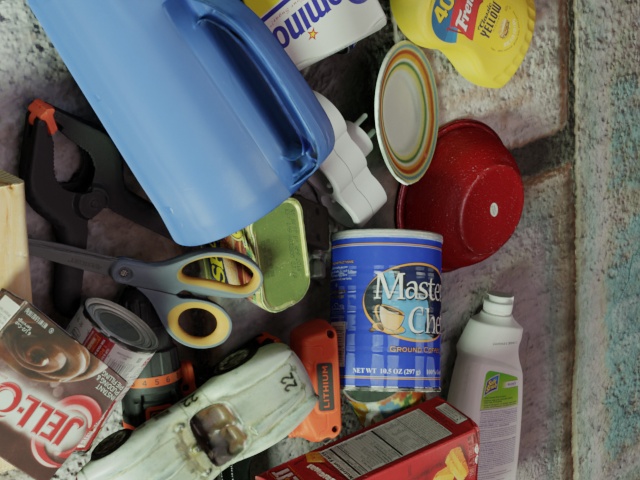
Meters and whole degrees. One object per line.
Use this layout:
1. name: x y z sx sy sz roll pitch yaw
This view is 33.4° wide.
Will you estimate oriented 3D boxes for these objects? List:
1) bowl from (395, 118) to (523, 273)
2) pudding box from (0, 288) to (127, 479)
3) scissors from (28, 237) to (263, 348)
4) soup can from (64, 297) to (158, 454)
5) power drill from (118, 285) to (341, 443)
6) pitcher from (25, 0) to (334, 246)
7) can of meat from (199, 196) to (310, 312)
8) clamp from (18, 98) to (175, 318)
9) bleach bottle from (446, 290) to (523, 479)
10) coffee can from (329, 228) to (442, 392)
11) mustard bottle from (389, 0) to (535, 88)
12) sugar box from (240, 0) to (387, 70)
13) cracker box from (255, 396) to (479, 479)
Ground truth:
1. bowl: 0.152 -0.037 1.064 0.161 0.055 0.162 -15 115 -36
2. pudding box: -0.196 0.098 0.712 0.090 0.039 0.113 -52 131 -13
3. scissors: -0.144 0.040 0.815 0.201 0.016 0.096 1 116 -16
4. soup can: -0.178 0.103 0.815 0.068 0.069 0.102 25 105 -42
5. power drill: -0.078 0.115 0.899 0.187 0.057 0.184 -7 101 -22
6. pitcher: -0.102 -0.127 0.742 0.149 0.145 0.242 -29 115 7
7. can of meat: -0.056 0.001 0.886 0.057 0.084 0.102 -24 120 -32
8. clamp: -0.183 -0.023 0.804 0.120 0.039 0.171 -46 129 -20
9. bleach bottle: 0.182 0.178 1.164 0.102 0.068 0.251 -2 105 -39
10. coffee can: 0.059 0.065 0.964 0.102 0.103 0.140 7 81 -41
11. mustard bottle: 0.117 -0.217 0.967 0.191 0.058 0.096 23 89 -42
12. sugar box: -0.030 -0.218 0.788 0.093 0.048 0.176 -28 95 -3
13. cracker box: 0.048 0.260 0.986 0.213 0.072 0.164 -18 120 -32
